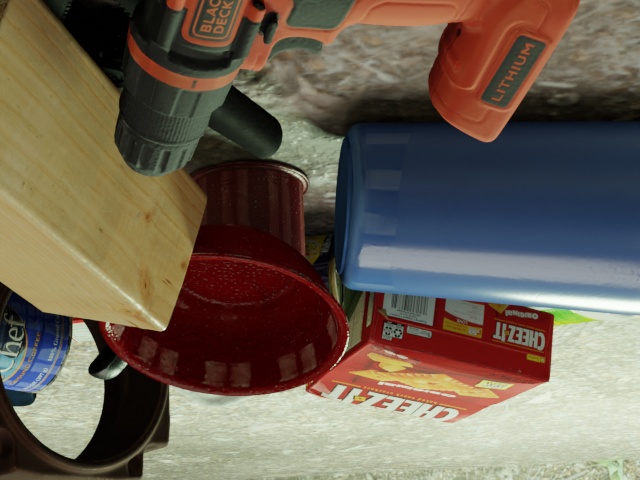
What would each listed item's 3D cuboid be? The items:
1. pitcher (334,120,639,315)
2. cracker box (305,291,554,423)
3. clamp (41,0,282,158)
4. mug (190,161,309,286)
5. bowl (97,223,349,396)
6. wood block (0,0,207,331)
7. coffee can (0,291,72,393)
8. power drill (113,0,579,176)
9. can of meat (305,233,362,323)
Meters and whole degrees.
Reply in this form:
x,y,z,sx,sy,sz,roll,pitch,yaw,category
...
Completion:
x,y,z,sx,sy,sz,roll,pitch,yaw,category
0.133,-0.019,0.703,0.242,0.145,0.149,3,149,-4,pitcher
0.092,0.107,0.982,0.164,0.072,0.214,14,157,-11,cracker box
-0.113,-0.097,0.553,0.164,0.036,0.210,2,159,7,clamp
-0.055,0.001,0.784,0.093,0.081,0.117,2,161,-14,mug
-0.061,0.038,0.698,0.162,0.055,0.162,2,142,2,bowl
-0.148,-0.037,0.546,0.091,0.090,0.206,6,156,23,wood block
-0.308,0.078,0.950,0.103,0.103,0.140,-17,157,38,coffee can
0.007,-0.091,0.487,0.187,0.057,0.185,2,142,-24,power drill
-0.015,0.032,0.872,0.084,0.057,0.102,-5,-161,14,can of meat
